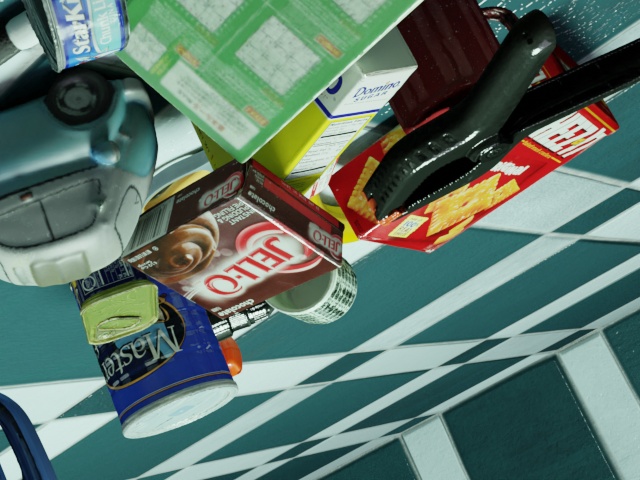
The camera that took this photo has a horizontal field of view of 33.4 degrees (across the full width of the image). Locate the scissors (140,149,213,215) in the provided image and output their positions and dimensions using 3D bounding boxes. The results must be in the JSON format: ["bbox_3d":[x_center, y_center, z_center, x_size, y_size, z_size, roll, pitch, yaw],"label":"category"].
[{"bbox_3d":[-0.053,-0.071,0.790,0.202,0.016,0.096,-32,163,23],"label":"scissors"}]

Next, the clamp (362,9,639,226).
[{"bbox_3d":[0.100,-0.073,0.668,0.210,0.036,0.164,-34,160,29],"label":"clamp"}]

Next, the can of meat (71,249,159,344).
[{"bbox_3d":[-0.162,0.020,0.797,0.057,0.084,0.102,-20,162,-15],"label":"can of meat"}]

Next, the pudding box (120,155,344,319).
[{"bbox_3d":[-0.054,0.001,0.671,0.114,0.039,0.090,-24,134,38],"label":"pudding box"}]

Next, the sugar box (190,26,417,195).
[{"bbox_3d":[-0.018,-0.090,0.652,0.048,0.093,0.176,-15,160,-33],"label":"sugar box"}]

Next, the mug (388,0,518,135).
[{"bbox_3d":[0.088,-0.123,0.712,0.117,0.081,0.093,-17,161,-21],"label":"mug"}]

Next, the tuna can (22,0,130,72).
[{"bbox_3d":[-0.112,-0.118,0.459,0.033,0.086,0.086,-21,162,-16],"label":"tuna can"}]

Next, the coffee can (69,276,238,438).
[{"bbox_3d":[-0.143,0.084,0.912,0.102,0.140,0.103,-22,162,-8],"label":"coffee can"}]

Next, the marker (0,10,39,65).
[{"bbox_3d":[-0.129,-0.119,0.543,0.121,0.020,0.020,-27,162,10],"label":"marker"}]

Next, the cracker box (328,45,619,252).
[{"bbox_3d":[0.135,-0.074,0.916,0.214,0.072,0.164,-35,160,21],"label":"cracker box"}]
